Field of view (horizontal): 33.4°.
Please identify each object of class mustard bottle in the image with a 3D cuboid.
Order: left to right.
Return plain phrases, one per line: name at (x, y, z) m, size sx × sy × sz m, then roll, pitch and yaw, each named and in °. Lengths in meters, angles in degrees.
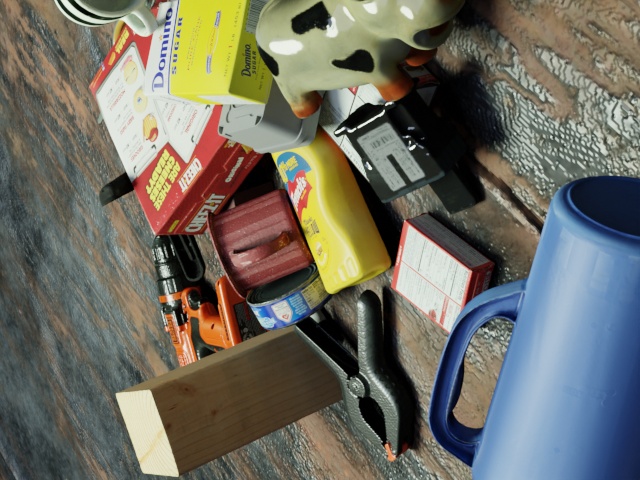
mustard bottle at (0.000, -0.050, 0.998) m, size 0.191 × 0.058 × 0.096 m, roll 68°, pitch 161°, yaw 5°

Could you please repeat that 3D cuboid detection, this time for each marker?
marker at (-0.018, 0.063, 1.119) m, size 0.121 × 0.020 × 0.020 m, roll 54°, pitch 144°, yaw 23°

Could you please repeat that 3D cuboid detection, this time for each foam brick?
foam brick at (-0.088, -0.036, 1.139) m, size 0.078 × 0.052 × 0.051 m, roll 11°, pitch 115°, yaw 52°

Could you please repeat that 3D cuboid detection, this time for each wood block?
wood block at (-0.090, 0.161, 1.105) m, size 0.091 × 0.205 × 0.090 m, roll -15°, pitch 94°, yaw 56°

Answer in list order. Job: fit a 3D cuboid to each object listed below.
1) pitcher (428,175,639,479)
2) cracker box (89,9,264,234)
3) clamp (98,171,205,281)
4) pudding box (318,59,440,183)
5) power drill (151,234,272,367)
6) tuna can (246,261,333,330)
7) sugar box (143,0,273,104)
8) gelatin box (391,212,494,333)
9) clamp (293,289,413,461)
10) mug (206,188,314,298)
pitcher at (0.179, 0.080, 0.739) m, size 0.145 × 0.149 × 0.243 m, roll 47°, pitch 138°, yaw 49°
cracker box at (-0.145, -0.137, 1.101) m, size 0.164 × 0.071 × 0.214 m, roll -49°, pitch 56°, yaw 35°
clamp at (-0.180, -0.061, 1.204) m, size 0.164 × 0.036 × 0.210 m, roll 50°, pitch -157°, yaw -35°
pudding box at (0.046, -0.118, 0.916) m, size 0.090 × 0.039 × 0.114 m, roll 51°, pitch 144°, yaw 26°
power drill at (-0.132, 0.074, 1.260) m, size 0.188 × 0.057 × 0.184 m, roll -7°, pitch 101°, yaw 58°
tuna can at (-0.029, 0.053, 1.067) m, size 0.086 × 0.086 × 0.033 m, roll -3°, pitch 120°, yaw 56°
sugar box at (-0.099, -0.169, 0.948) m, size 0.177 × 0.048 × 0.093 m, roll 10°, pitch 88°, yaw 54°
gelatin box at (0.104, 0.030, 0.916) m, size 0.089 × 0.030 × 0.073 m, roll 39°, pitch 135°, yaw 38°
clamp at (0.048, 0.129, 1.039) m, size 0.171 × 0.039 × 0.120 m, roll 57°, pitch 143°, yaw 4°
mug at (-0.057, 0.001, 1.042) m, size 0.117 × 0.081 × 0.093 m, roll -74°, pitch -39°, yaw -81°
